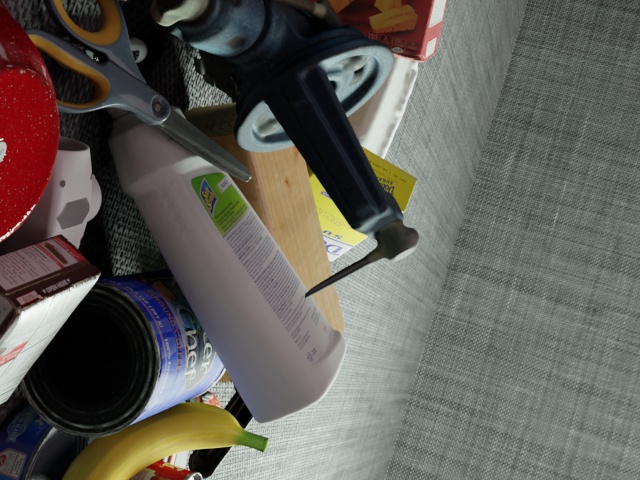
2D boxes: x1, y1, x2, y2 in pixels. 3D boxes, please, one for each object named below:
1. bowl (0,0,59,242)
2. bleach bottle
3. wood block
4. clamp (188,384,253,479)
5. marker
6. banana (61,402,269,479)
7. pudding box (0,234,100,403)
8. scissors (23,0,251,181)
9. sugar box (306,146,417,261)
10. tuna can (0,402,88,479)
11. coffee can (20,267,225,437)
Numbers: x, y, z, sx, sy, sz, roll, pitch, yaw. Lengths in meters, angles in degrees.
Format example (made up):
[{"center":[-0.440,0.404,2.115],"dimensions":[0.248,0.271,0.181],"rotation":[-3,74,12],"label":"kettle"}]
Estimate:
[{"center":[-0.175,-0.046,0.509],"dimensions":[0.162,0.055,0.162],"rotation":[-53,155,-39],"label":"bowl"},{"center":[-0.072,-0.001,0.742],"dimensions":[0.251,0.068,0.102],"rotation":[60,19,-12],"label":"bleach bottle"},{"center":[-0.056,0.001,0.846],"dimensions":[0.090,0.091,0.206],"rotation":[-50,132,-57],"label":"wood block"},{"center":[-0.053,0.129,0.981],"dimensions":[0.164,0.036,0.210],"rotation":[-41,-169,6],"label":"clamp"},{"center":[-0.134,-0.123,0.694],"dimensions":[0.121,0.020,0.020],"rotation":[-31,135,-70],"label":"marker"},{"center":[-0.125,0.154,0.774],"dimensions":[0.197,0.070,0.037],"rotation":[-15,119,-48],"label":"banana"},{"center":[-0.182,0.055,0.586],"dimensions":[0.114,0.039,0.090],"rotation":[-49,175,20],"label":"pudding box"},{"center":[-0.108,-0.103,0.660],"dimensions":[0.201,0.016,0.096],"rotation":[14,78,-50],"label":"scissors"},{"center":[0.012,-0.037,1.056],"dimensions":[0.176,0.093,0.048],"rotation":[-40,-156,60],"label":"sugar box"},{"center":[-0.196,0.154,0.734],"dimensions":[0.086,0.034,0.086],"rotation":[17,90,-76],"label":"tuna can"},{"center":[-0.132,0.074,0.748],"dimensions":[0.140,0.103,0.103],"rotation":[-6,111,-75],"label":"coffee can"}]
